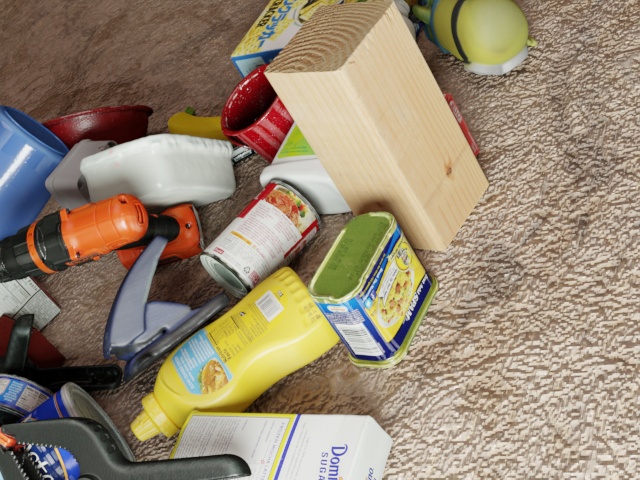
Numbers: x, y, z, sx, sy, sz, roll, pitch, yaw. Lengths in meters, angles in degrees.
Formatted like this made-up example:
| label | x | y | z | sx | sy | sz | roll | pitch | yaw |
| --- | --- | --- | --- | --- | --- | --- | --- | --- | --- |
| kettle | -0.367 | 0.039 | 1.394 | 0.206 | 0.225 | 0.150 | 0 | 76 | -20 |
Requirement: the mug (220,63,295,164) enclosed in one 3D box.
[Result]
| label | x | y | z | sx | sy | sz | roll | pitch | yaw |
| --- | --- | --- | --- | --- | --- | --- | --- | --- | --- |
| mug | -0.055 | -0.126 | 1.151 | 0.117 | 0.081 | 0.093 | -19 | 47 | 38 |

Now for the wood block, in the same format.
| label | x | y | z | sx | sy | sz | roll | pitch | yaw |
| --- | --- | --- | --- | --- | --- | --- | --- | --- | --- |
| wood block | 0.053 | -0.095 | 0.922 | 0.090 | 0.206 | 0.090 | 8 | 52 | 45 |

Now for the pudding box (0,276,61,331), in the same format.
| label | x | y | z | sx | sy | sz | roll | pitch | yaw |
| --- | --- | --- | --- | --- | --- | --- | --- | --- | --- |
| pudding box | -0.349 | 0.080 | 1.143 | 0.113 | 0.090 | 0.039 | -47 | 37 | -18 |

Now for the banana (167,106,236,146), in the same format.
| label | x | y | z | sx | sy | sz | roll | pitch | yaw |
| --- | --- | --- | --- | --- | --- | --- | --- | --- | --- |
| banana | -0.127 | -0.138 | 1.274 | 0.198 | 0.037 | 0.069 | 13 | 56 | 47 |

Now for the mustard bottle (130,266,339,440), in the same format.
| label | x | y | z | sx | sy | sz | roll | pitch | yaw |
| --- | --- | --- | --- | --- | --- | --- | --- | --- | --- |
| mustard bottle | -0.081 | 0.108 | 0.916 | 0.191 | 0.058 | 0.096 | -36 | 39 | -4 |

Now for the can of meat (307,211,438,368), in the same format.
| label | x | y | z | sx | sy | sz | roll | pitch | yaw |
| --- | --- | --- | --- | --- | --- | --- | --- | --- | --- |
| can of meat | 0.043 | 0.039 | 0.874 | 0.058 | 0.084 | 0.102 | 0 | 47 | 39 |

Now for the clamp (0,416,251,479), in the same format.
| label | x | y | z | sx | sy | sz | roll | pitch | yaw |
| --- | --- | --- | --- | --- | --- | --- | --- | --- | --- |
| clamp | -0.168 | 0.203 | 0.795 | 0.210 | 0.036 | 0.164 | 19 | 83 | 23 |

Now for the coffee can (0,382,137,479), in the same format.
| label | x | y | z | sx | sy | sz | roll | pitch | yaw |
| --- | --- | --- | --- | --- | --- | --- | --- | --- | --- |
| coffee can | -0.236 | 0.201 | 0.890 | 0.140 | 0.102 | 0.103 | -37 | 34 | -4 |

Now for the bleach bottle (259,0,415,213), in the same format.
| label | x | y | z | sx | sy | sz | roll | pitch | yaw |
| --- | --- | --- | --- | --- | --- | --- | --- | --- | --- |
| bleach bottle | 0.031 | -0.146 | 1.092 | 0.103 | 0.068 | 0.250 | 2 | 57 | 37 |

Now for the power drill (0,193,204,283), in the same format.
| label | x | y | z | sx | sy | sz | roll | pitch | yaw |
| --- | --- | --- | --- | --- | --- | --- | --- | --- | --- |
| power drill | -0.216 | 0.003 | 1.062 | 0.185 | 0.057 | 0.187 | -16 | -6 | 23 |

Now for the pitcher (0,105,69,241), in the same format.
| label | x | y | z | sx | sy | sz | roll | pitch | yaw |
| --- | --- | --- | --- | --- | --- | --- | --- | --- | --- |
| pitcher | -0.401 | -0.037 | 1.228 | 0.243 | 0.149 | 0.145 | -51 | 0 | 6 |

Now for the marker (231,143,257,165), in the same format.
| label | x | y | z | sx | sy | sz | roll | pitch | yaw |
| --- | --- | --- | --- | --- | --- | --- | --- | --- | --- |
| marker | -0.116 | -0.086 | 1.217 | 0.121 | 0.020 | 0.020 | -29 | 34 | 8 |

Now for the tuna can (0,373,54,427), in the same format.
| label | x | y | z | sx | sy | sz | roll | pitch | yaw |
| --- | --- | --- | --- | --- | --- | --- | --- | --- | --- |
| tuna can | -0.275 | 0.161 | 0.987 | 0.086 | 0.086 | 0.033 | -6 | 45 | 35 |

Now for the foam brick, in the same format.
| label | x | y | z | sx | sy | sz | roll | pitch | yaw |
| --- | --- | --- | --- | --- | --- | --- | --- | --- | --- |
| foam brick | -0.311 | 0.117 | 1.100 | 0.078 | 0.053 | 0.051 | 13 | 55 | 47 |

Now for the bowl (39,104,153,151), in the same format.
| label | x | y | z | sx | sy | sz | roll | pitch | yaw |
| --- | --- | --- | --- | --- | --- | --- | --- | --- | --- |
| bowl | -0.281 | -0.121 | 1.324 | 0.162 | 0.055 | 0.162 | -13 | -2 | -1 |

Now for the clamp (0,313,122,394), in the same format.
| label | x | y | z | sx | sy | sz | roll | pitch | yaw |
| --- | --- | --- | --- | --- | --- | --- | --- | --- | --- |
| clamp | -0.276 | 0.136 | 1.029 | 0.172 | 0.120 | 0.039 | -35 | 30 | 37 |

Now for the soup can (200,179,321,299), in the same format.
| label | x | y | z | sx | sy | sz | roll | pitch | yaw |
| --- | --- | --- | --- | --- | --- | --- | --- | --- | --- |
| soup can | -0.057 | 0.001 | 1.018 | 0.102 | 0.068 | 0.069 | -48 | 36 | -19 |

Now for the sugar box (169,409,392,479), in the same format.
| label | x | y | z | sx | sy | sz | roll | pitch | yaw |
| --- | --- | --- | --- | --- | --- | --- | --- | --- | --- |
| sugar box | -0.039 | 0.178 | 0.803 | 0.177 | 0.048 | 0.093 | -2 | 52 | 34 |
